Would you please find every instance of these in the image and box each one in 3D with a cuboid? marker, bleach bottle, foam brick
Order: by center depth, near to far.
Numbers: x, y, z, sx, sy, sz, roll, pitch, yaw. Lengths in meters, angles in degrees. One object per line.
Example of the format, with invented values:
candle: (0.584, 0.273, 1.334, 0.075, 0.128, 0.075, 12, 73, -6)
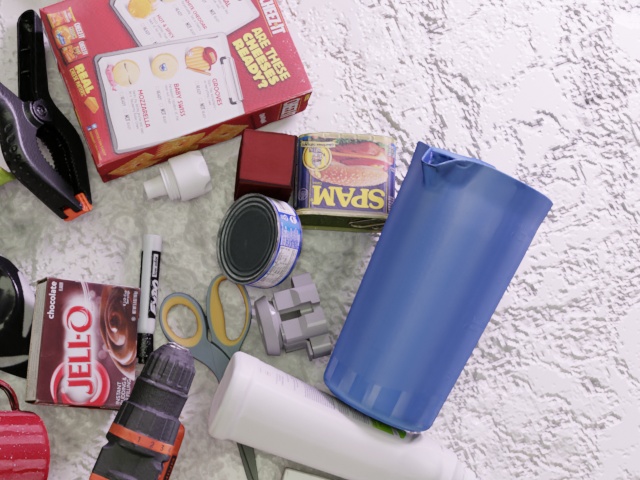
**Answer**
bleach bottle: (0.028, 0.179, 0.946, 0.250, 0.102, 0.068, 24, 96, -6)
marker: (-0.162, 0.055, 0.998, 0.020, 0.020, 0.121, 4, 79, -5)
foam brick: (-0.052, -0.067, 1.004, 0.053, 0.078, 0.051, 6, 78, -7)

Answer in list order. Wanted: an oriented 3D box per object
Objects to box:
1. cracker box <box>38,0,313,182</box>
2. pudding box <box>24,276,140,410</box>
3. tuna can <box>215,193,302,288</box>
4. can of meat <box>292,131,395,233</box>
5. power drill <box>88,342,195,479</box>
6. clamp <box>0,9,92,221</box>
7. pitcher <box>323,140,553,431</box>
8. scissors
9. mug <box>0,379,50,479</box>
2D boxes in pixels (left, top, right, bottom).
cracker box: (-0.137, -0.170, 1.019, 0.213, 0.072, 0.164, -21, 82, -10)
pudding box: (-0.213, 0.094, 0.959, 0.089, 0.039, 0.113, 9, 75, -33)
tuna can: (-0.056, 0.001, 0.987, 0.033, 0.086, 0.086, 15, 74, -44)
can of meat: (0.023, -0.055, 1.020, 0.102, 0.057, 0.084, 4, 76, -6)
power drill: (-0.151, 0.177, 0.890, 0.057, 0.188, 0.184, 23, 79, 0)
clamp: (-0.268, -0.120, 0.989, 0.036, 0.164, 0.210, -24, 103, 28)
pitcher: (0.105, 0.045, 0.964, 0.149, 0.145, 0.243, 25, 92, -6)
scissors: (-0.103, 0.129, 0.992, 0.096, 0.016, 0.202, 1, 79, -4)
mug: (-0.283, 0.174, 0.907, 0.081, 0.093, 0.117, 6, 70, -38)
